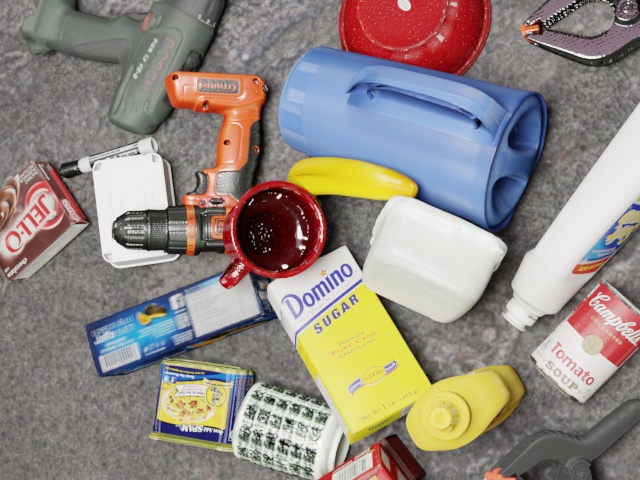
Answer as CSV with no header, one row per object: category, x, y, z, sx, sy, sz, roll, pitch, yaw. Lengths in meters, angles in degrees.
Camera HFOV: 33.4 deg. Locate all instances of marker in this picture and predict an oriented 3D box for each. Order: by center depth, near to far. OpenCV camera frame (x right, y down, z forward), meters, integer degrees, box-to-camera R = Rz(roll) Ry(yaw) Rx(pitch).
marker,-0.239,-0.091,1.195,0.121,0.020,0.020,-14,81,17

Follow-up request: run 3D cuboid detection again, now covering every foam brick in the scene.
foam brick,0.055,0.236,1.054,0.078,0.051,0.053,-42,74,11

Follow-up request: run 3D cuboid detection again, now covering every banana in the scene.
banana,0.017,-0.057,1.024,0.198,0.069,0.037,0,74,63

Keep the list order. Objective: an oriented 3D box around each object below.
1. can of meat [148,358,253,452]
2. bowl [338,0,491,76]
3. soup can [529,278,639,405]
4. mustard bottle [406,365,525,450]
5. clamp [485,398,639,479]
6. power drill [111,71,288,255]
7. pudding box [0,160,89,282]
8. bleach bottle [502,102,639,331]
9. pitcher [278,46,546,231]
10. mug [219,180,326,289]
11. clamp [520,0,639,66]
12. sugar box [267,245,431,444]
can of meat,-0.123,0.171,1.116,0.102,0.057,0.084,5,86,19
bowl,0.088,-0.231,1.079,0.162,0.055,0.162,-1,85,18
soup can,0.253,0.094,0.992,0.068,0.068,0.102,45,100,16
mustard bottle,0.127,0.152,0.963,0.096,0.191,0.058,-31,77,14
clamp,0.236,0.220,0.970,0.171,0.039,0.120,-11,81,-15
power drill,-0.123,-0.077,1.104,0.184,0.057,0.187,0,85,-14
pudding box,-0.327,-0.021,1.202,0.114,0.039,0.090,-40,75,21
bleach bottle,0.260,-0.019,0.993,0.068,0.102,0.251,44,106,28
pitcher,0.081,-0.112,1.019,0.243,0.144,0.149,21,121,26
mug,-0.057,0.001,1.040,0.093,0.082,0.117,40,77,-10
clamp,0.298,-0.229,1.019,0.210,0.036,0.164,-2,85,19
sugar box,0.027,0.099,1.048,0.093,0.048,0.176,-26,69,-14
